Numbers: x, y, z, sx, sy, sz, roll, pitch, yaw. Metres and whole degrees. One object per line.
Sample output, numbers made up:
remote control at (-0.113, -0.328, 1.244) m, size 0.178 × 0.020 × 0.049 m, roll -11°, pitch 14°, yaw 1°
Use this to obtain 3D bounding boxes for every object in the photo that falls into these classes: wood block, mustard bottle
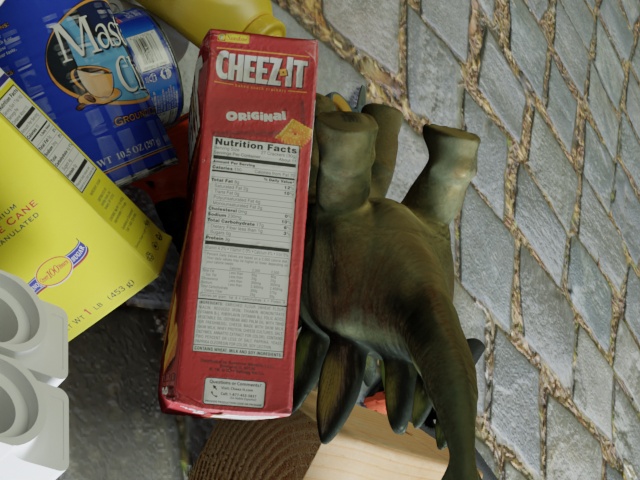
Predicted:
wood block at (0.018, 0.173, 0.782) m, size 0.205 × 0.091 × 0.090 m, roll 26°, pitch 93°, yaw -47°
mustard bottle at (-0.093, -0.180, 0.772) m, size 0.192 × 0.058 × 0.096 m, roll 40°, pitch 22°, yaw 18°

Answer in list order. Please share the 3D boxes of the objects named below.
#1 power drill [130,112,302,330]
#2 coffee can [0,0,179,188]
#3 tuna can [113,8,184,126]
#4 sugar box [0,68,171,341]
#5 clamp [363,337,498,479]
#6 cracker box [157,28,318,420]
power drill at (-0.065, -0.009, 0.813) m, size 0.187 × 0.057 × 0.184 m, roll 64°, pitch 33°, yaw -11°
coffee can at (-0.163, -0.093, 0.669) m, size 0.102 × 0.103 × 0.140 m, roll -33°, pitch 102°, yaw -57°
tuna can at (-0.130, -0.117, 0.743) m, size 0.033 × 0.086 × 0.086 m, roll -24°, pitch 95°, yaw -26°
sugar box at (-0.177, -0.027, 0.599) m, size 0.176 × 0.093 × 0.048 m, roll 45°, pitch 25°, yaw -22°
clamp at (0.111, 0.153, 1.010) m, size 0.209 × 0.036 × 0.164 m, roll 27°, pitch 53°, yaw -47°
cracker box at (-0.054, 0.001, 0.652) m, size 0.072 × 0.164 × 0.213 m, roll 6°, pitch 79°, yaw -9°
